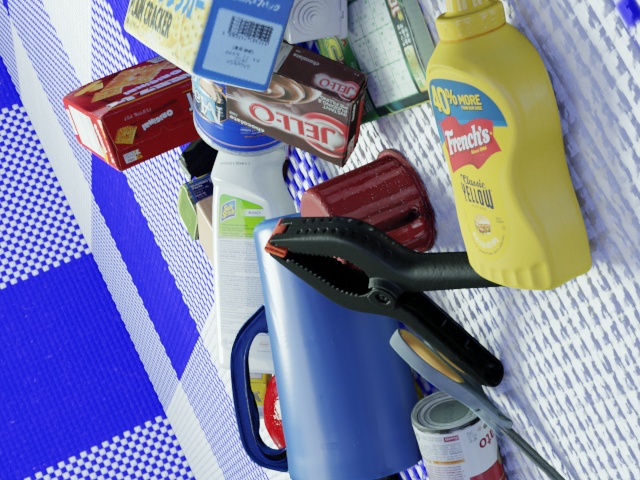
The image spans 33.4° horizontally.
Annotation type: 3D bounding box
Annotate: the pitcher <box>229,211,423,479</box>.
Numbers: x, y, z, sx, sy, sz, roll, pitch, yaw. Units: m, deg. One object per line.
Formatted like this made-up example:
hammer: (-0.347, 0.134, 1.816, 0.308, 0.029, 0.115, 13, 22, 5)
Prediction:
pitcher: (0.004, 0.094, 0.972, 0.145, 0.149, 0.243, -9, 94, 56)

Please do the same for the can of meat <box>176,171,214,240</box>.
can of meat: (-0.125, -0.047, 1.296, 0.057, 0.083, 0.102, 62, 162, 14)

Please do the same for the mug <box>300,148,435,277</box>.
mug: (0.041, -0.015, 0.867, 0.117, 0.081, 0.093, 32, 142, 61)

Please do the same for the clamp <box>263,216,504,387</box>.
clamp: (0.059, 0.038, 0.809, 0.210, 0.036, 0.164, 17, 144, 18)

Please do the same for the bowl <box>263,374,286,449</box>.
bowl: (-0.014, 0.215, 1.221, 0.162, 0.055, 0.162, 44, -169, -11)

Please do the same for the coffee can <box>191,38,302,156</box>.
coffee can: (-0.067, -0.159, 0.964, 0.103, 0.102, 0.140, 56, 159, 29)

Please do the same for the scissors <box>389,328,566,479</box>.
scissors: (0.140, 0.137, 0.859, 0.202, 0.016, 0.096, 39, -165, 12)

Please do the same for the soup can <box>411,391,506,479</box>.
soup can: (0.120, 0.186, 0.913, 0.069, 0.068, 0.102, 29, 138, 62)

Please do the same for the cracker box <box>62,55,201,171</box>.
cracker box: (-0.193, -0.156, 1.227, 0.214, 0.164, 0.072, 29, 141, 63)

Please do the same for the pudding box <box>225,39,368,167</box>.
pudding box: (-0.021, -0.115, 0.860, 0.113, 0.039, 0.090, 26, 152, 11)

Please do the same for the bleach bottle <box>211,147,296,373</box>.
bleach bottle: (-0.057, 0.001, 1.051, 0.068, 0.103, 0.251, -18, -72, -66)

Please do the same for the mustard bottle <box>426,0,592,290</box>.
mustard bottle: (0.108, -0.068, 0.652, 0.096, 0.058, 0.191, 26, 136, 63)
